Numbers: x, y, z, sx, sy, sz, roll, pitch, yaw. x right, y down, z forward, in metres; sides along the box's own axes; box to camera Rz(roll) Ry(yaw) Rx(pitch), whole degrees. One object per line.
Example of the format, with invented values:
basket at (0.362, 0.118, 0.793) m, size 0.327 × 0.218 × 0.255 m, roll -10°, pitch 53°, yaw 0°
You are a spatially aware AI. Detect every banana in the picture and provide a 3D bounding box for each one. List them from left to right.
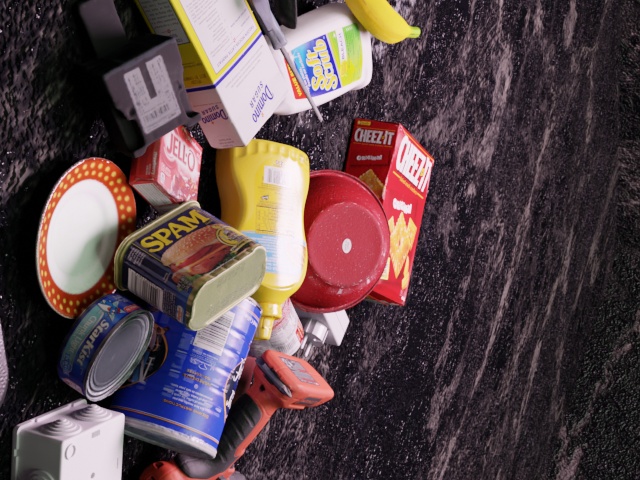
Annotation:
banana at (0.037, -0.282, 1.144) m, size 0.197 × 0.037 × 0.069 m, roll 53°, pitch 27°, yaw -19°

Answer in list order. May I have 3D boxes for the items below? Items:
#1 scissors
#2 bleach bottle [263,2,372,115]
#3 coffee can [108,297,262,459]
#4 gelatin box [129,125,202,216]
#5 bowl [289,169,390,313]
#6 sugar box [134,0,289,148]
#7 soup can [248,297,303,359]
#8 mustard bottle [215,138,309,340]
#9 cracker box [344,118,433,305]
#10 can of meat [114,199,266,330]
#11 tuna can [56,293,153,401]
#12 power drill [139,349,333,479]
scissors at (-0.043, -0.192, 0.981) m, size 0.201 × 0.016 × 0.096 m, roll 60°, pitch 0°, yaw -13°
bleach bottle at (-0.029, -0.172, 1.104) m, size 0.250 × 0.068 × 0.102 m, roll -42°, pitch 133°, yaw -52°
coffee can at (-0.121, 0.112, 0.952) m, size 0.102 × 0.103 × 0.140 m, roll 51°, pitch 52°, yaw -60°
gelatin box at (-0.132, -0.066, 0.923) m, size 0.089 × 0.030 × 0.073 m, roll 56°, pitch 34°, yaw -63°
bowl at (0.016, 0.003, 1.165) m, size 0.161 × 0.055 × 0.162 m, roll -2°, pitch 94°, yaw -23°
sugar box at (-0.096, -0.176, 0.922) m, size 0.093 × 0.048 × 0.176 m, roll -56°, pitch 134°, yaw -41°
soup can at (-0.061, 0.077, 1.119) m, size 0.102 × 0.069 × 0.068 m, roll 69°, pitch 38°, yaw -51°
mustard bottle at (-0.057, 0.001, 1.042) m, size 0.096 × 0.058 × 0.191 m, roll 10°, pitch 74°, yaw -39°
cracker box at (0.080, -0.031, 1.393) m, size 0.164 × 0.072 × 0.213 m, roll 30°, pitch 71°, yaw -66°
can of meat at (-0.106, 0.021, 0.891) m, size 0.101 × 0.084 × 0.057 m, roll -35°, pitch 146°, yaw -43°
tuna can at (-0.176, 0.086, 0.873) m, size 0.086 × 0.034 × 0.086 m, roll -52°, pitch 163°, yaw -25°
power drill at (-0.074, 0.198, 1.053) m, size 0.188 × 0.057 × 0.184 m, roll -48°, pitch 157°, yaw 5°
